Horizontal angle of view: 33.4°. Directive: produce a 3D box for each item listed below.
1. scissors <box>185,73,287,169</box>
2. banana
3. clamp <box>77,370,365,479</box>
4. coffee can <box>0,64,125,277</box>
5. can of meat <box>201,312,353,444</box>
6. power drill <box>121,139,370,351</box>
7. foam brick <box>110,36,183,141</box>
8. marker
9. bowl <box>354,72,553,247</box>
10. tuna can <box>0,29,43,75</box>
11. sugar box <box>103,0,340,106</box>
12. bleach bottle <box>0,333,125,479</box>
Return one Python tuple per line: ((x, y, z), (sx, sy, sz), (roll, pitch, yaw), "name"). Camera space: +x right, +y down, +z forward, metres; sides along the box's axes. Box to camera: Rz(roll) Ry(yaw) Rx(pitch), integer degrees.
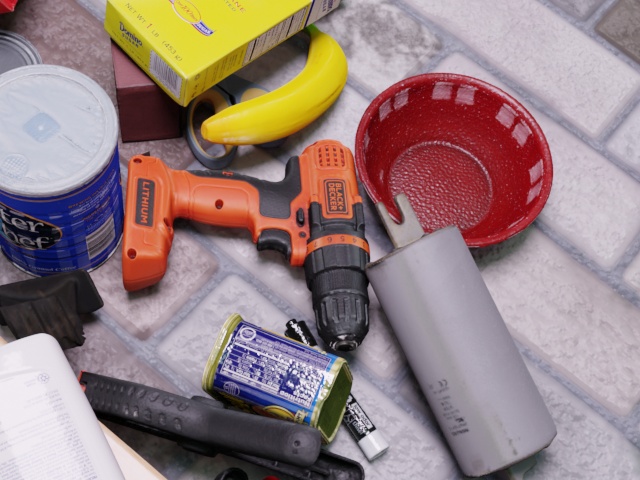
((-0.079, -0.151, 0.915), (0.096, 0.016, 0.202), (-1, 64, -10), "scissors")
((-0.024, -0.122, 0.875), (0.070, 0.037, 0.197), (17, 40, 16), "banana")
((-0.075, 0.124, 0.714), (0.210, 0.164, 0.036), (15, 73, 10), "clamp")
((-0.196, -0.046, 0.777), (0.102, 0.140, 0.103), (3, 64, -6), "coffee can")
((-0.026, 0.098, 0.742), (0.084, 0.102, 0.057), (20, 75, 13), "can of meat")
((-0.055, 0.001, 0.813), (0.187, 0.057, 0.184), (2, 54, -9), "power drill")
((-0.139, -0.123, 0.859), (0.051, 0.078, 0.053), (-8, 63, -11), "foam brick")
((0.010, 0.109, 0.796), (0.020, 0.020, 0.121), (-29, 71, -20), "marker")
((0.103, -0.056, 0.869), (0.162, 0.055, 0.162), (3, 64, -6), "bowl")
((-0.267, -0.128, 0.868), (0.086, 0.034, 0.086), (3, 63, -6), "tuna can")
((-0.071, -0.187, 0.834), (0.176, 0.048, 0.093), (-40, 79, -26), "sugar box")
((-0.149, 0.184, 0.614), (0.102, 0.068, 0.251), (-23, 72, -16), "bleach bottle")
